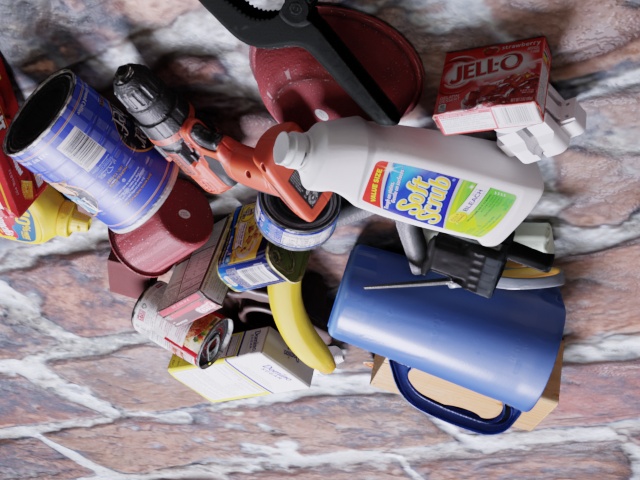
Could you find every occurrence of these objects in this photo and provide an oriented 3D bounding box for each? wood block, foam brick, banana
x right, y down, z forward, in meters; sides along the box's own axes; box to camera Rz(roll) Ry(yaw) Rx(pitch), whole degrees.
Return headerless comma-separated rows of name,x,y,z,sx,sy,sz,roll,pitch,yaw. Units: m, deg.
wood block,0.173,0.146,1.274,0.206,0.090,0.091,17,146,-4
foam brick,-0.222,0.028,1.278,0.051,0.053,0.078,14,146,0
banana,-0.023,0.072,1.199,0.069,0.037,0.198,-2,119,4

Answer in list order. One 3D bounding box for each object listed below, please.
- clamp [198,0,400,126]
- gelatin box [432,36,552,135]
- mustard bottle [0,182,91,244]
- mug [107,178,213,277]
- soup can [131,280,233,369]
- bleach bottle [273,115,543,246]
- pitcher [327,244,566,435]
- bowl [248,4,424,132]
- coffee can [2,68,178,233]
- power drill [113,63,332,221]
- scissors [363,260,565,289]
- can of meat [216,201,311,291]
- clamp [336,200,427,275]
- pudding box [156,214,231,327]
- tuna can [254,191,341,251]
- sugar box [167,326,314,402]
clamp,-0.008,-0.197,0.847,0.210,0.036,0.165,23,122,3
gelatin box,0.142,-0.128,0.883,0.089,0.073,0.030,-4,142,27
mustard bottle,-0.356,-0.040,1.220,0.191,0.058,0.096,13,140,1
mug,-0.176,-0.027,1.157,0.082,0.093,0.117,-28,92,41
soup can,-0.163,0.099,1.257,0.102,0.068,0.068,28,152,19
bleach bottle,0.072,-0.056,0.947,0.250,0.068,0.103,8,140,-29
pitcher,0.133,0.099,1.168,0.243,0.149,0.145,18,142,3
bowl,0.009,-0.131,0.946,0.162,0.055,0.162,10,147,7
coffee can,-0.225,-0.087,1.057,0.103,0.102,0.140,-17,136,39
power drill,-0.087,-0.091,0.987,0.188,0.057,0.184,21,164,39
scissors,0.153,0.036,1.116,0.202,0.096,0.016,-1,102,15
can of meat,-0.057,0.002,1.131,0.084,0.102,0.057,-14,138,39
clamp,0.065,-0.040,1.075,0.120,0.039,0.171,18,140,10
pudding box,-0.130,0.035,1.196,0.039,0.113,0.090,36,141,-26
tuna can,-0.023,-0.034,1.076,0.086,0.086,0.034,15,146,-1
sugar box,-0.100,0.157,1.338,0.177,0.048,0.093,-17,136,38
